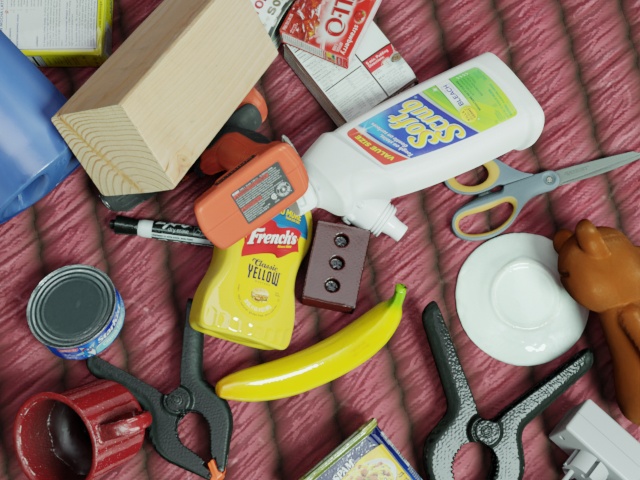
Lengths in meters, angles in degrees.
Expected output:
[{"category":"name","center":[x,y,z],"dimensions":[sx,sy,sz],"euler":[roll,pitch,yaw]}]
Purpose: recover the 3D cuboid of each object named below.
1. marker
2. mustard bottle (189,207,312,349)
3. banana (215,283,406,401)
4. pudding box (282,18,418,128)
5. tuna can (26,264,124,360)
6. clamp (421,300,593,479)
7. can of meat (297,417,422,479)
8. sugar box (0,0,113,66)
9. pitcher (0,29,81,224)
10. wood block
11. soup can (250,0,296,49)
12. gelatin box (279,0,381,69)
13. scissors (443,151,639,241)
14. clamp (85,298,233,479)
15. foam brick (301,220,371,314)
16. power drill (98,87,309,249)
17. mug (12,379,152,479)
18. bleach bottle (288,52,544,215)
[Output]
[{"category":"marker","center":[-0.144,-0.008,1.032],"dimensions":[0.121,0.020,0.020],"euler":[8,78,1]},{"category":"mustard bottle","center":[-0.056,0.001,1.004],"dimensions":[0.096,0.058,0.191],"euler":[19,76,-25]},{"category":"banana","center":[-0.001,0.104,0.989],"dimensions":[0.198,0.069,0.037],"euler":[-30,39,0]},{"category":"pudding box","center":[0.030,-0.172,1.058],"dimensions":[0.090,0.039,0.113],"euler":[-36,78,-7]},{"category":"tuna can","center":[-0.227,0.067,0.996],"dimensions":[0.086,0.034,0.086],"euler":[-4,61,8]},{"category":"clamp","center":[0.141,0.166,0.984],"dimensions":[0.164,0.036,0.210],"euler":[23,84,0]},{"category":"can of meat","center":[0.037,0.225,0.967],"dimensions":[0.102,0.057,0.084],"euler":[-39,84,-7]},{"category":"sugar box","center":[-0.298,-0.221,1.062],"dimensions":[0.176,0.048,0.093],"euler":[0,80,3]},{"category":"pitcher","center":[-0.333,-0.135,0.983],"dimensions":[0.149,0.145,0.243],"euler":[-41,93,-13]},{"category":"wood block","center":[-0.135,-0.142,0.966],"dimensions":[0.090,0.090,0.205],"euler":[-4,40,36]},{"category":"soup can","center":[-0.082,-0.233,1.054],"dimensions":[0.102,0.068,0.068],"euler":[29,79,5]},{"category":"gelatin box","center":[0.012,-0.221,1.034],"dimensions":[0.073,0.030,0.089],"euler":[24,78,8]},{"category":"scissors","center":[0.207,-0.071,1.050],"dimensions":[0.201,0.016,0.096],"euler":[-31,80,-7]},{"category":"clamp","center":[-0.126,0.140,0.992],"dimensions":[0.120,0.039,0.171],"euler":[-38,78,-3]},{"category":"foam brick","center":[0.015,0.026,1.010],"dimensions":[0.053,0.051,0.078],"euler":[11,78,1]},{"category":"power drill","center":[-0.106,-0.063,0.972],"dimensions":[0.184,0.188,0.057],"euler":[-37,125,-6]},{"category":"mug","center":[-0.201,0.168,0.944],"dimensions":[0.117,0.081,0.093],"euler":[-18,88,28]},{"category":"bleach bottle","center":[0.081,-0.084,0.996],"dimensions":[0.250,0.068,0.103],"euler":[-29,70,-20]}]
